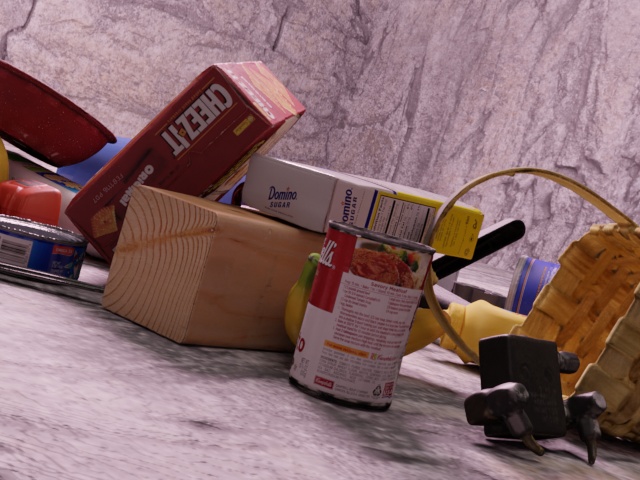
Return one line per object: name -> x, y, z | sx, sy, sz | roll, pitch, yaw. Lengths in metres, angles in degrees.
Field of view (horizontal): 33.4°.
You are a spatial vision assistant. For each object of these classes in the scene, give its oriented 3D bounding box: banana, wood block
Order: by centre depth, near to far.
banana -> 0.028, 0.061, 0.755 | 0.197, 0.070, 0.037 | 24, 32, -56
wood block -> -0.042, 0.026, 0.779 | 0.091, 0.090, 0.205 | 19, 5, 41

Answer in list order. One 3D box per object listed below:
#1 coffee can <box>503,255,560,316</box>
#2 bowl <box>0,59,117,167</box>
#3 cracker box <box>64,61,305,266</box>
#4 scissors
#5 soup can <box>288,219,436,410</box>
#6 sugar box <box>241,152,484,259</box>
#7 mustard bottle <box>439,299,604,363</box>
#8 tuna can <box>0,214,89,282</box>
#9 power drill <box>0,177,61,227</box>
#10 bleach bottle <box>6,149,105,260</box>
coffee can -> 0.262, 0.080, 1.083 | 0.140, 0.103, 0.102 | 13, 3, 17
bowl -> -0.282, -0.117, 1.044 | 0.162, 0.055, 0.162 | 28, -9, 4
cracker box -> -0.102, -0.070, 0.875 | 0.072, 0.164, 0.213 | 47, 11, -2
scissors -> -0.252, 0.010, 0.715 | 0.202, 0.016, 0.096 | 14, 1, 7
soup can -> 0.025, 0.045, 0.654 | 0.068, 0.102, 0.068 | 15, 4, -1
sugar box -> 0.035, -0.024, 0.805 | 0.175, 0.048, 0.093 | 6, 10, -45
mustard bottle -> 0.182, 0.093, 0.932 | 0.191, 0.058, 0.096 | 15, -8, 3
tuna can -> -0.219, 0.006, 0.800 | 0.086, 0.034, 0.086 | 15, 3, -1
power drill -> -0.309, -0.037, 0.854 | 0.187, 0.057, 0.185 | 13, 1, -33
bleach bottle -> -0.236, -0.025, 1.021 | 0.251, 0.068, 0.102 | 21, 1, 31
